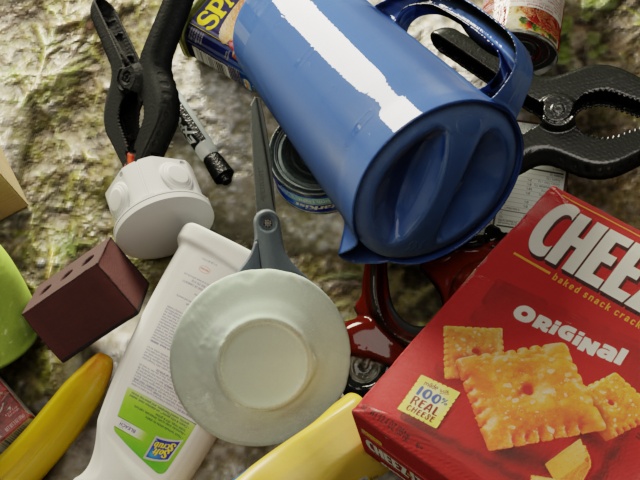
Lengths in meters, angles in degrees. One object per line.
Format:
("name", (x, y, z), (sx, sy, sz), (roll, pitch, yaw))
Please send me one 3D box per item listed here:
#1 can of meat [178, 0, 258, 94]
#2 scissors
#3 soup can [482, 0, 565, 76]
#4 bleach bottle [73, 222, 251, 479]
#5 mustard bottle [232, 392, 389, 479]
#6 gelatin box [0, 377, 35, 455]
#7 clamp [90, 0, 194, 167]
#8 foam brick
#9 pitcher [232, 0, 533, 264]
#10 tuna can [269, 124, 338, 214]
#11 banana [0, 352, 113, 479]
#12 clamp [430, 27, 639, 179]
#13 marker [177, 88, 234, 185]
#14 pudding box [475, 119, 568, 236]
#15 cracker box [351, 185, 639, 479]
("can of meat", (-0.059, -0.186, 0.923), (0.084, 0.057, 0.102), (32, 74, 17))
("scissors", (-0.055, 0.001, 0.782), (0.096, 0.016, 0.202), (-19, 85, -14))
("soup can", (0.170, -0.196, 0.890), (0.068, 0.068, 0.102), (8, 68, 11))
("bleach bottle", (-0.119, 0.117, 0.795), (0.102, 0.068, 0.250), (27, 74, 10))
("mustard bottle", (-0.038, 0.183, 0.738), (0.191, 0.096, 0.058), (-34, 70, -7))
("gelatin box", (-0.274, 0.144, 0.823), (0.089, 0.030, 0.073), (-43, 68, -12))
("clamp", (-0.159, -0.140, 0.908), (0.120, 0.039, 0.171), (6, 88, 45))
("foam brick", (-0.179, 0.045, 0.820), (0.078, 0.053, 0.051), (-33, 110, 15))
("pitcher", (0.036, -0.111, 0.781), (0.149, 0.145, 0.243), (-18, 45, -20))
("tuna can", (0.000, -0.067, 0.875), (0.086, 0.034, 0.086), (-3, 66, 6))
("banana", (-0.222, 0.164, 0.787), (0.037, 0.070, 0.197), (42, 71, 6))
("clamp", (0.174, -0.082, 0.813), (0.210, 0.036, 0.164), (8, 69, 13))
("marker", (-0.108, -0.094, 0.909), (0.020, 0.020, 0.121), (-32, 66, -7))
("pudding box", (0.149, -0.041, 0.842), (0.090, 0.039, 0.113), (10, 70, 10))
("cracker box", (0.150, 0.086, 0.665), (0.164, 0.072, 0.213), (33, 68, 30))
